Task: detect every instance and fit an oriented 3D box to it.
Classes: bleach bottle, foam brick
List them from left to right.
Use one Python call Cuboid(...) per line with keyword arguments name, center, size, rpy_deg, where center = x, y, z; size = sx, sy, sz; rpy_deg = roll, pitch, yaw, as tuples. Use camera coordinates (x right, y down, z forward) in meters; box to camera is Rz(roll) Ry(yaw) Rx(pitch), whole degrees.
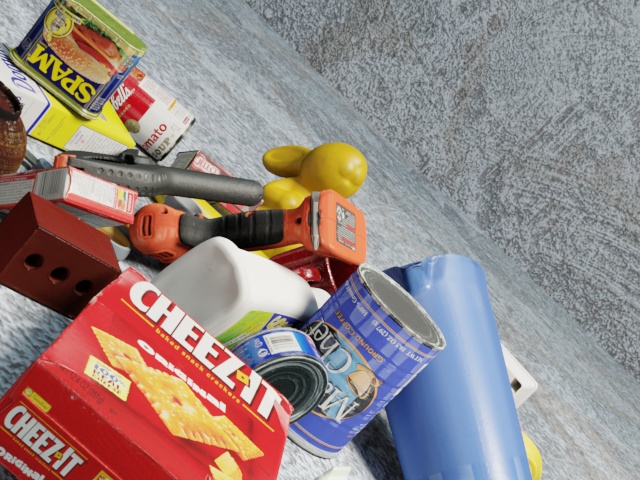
Cuboid(name="foam brick", center=(-0.193, 0.012, 0.775), size=(0.078, 0.053, 0.051), rpy_deg=(33, 17, -37))
Cuboid(name="bleach bottle", center=(-0.048, 0.059, 0.946), size=(0.250, 0.103, 0.068), rpy_deg=(16, 45, -63))

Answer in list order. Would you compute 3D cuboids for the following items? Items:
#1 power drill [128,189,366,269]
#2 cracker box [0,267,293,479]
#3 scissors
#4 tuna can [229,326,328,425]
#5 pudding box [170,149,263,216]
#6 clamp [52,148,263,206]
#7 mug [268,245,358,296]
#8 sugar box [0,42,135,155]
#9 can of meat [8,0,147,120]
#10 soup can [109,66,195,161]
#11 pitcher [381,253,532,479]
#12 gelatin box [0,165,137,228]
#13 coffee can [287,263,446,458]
Cuboid(name="power drill", center=(-0.056, 0.001, 0.977), size=(0.184, 0.188, 0.057), rpy_deg=(26, 60, -68))
Cuboid(name="cracker box", center=(-0.103, 0.114, 0.676), size=(0.164, 0.072, 0.213), rpy_deg=(42, 12, -6))
Cuboid(name="scissors", center=(-0.233, -0.057, 0.959), size=(0.202, 0.016, 0.096), rpy_deg=(46, 12, 13))
Cuboid(name="tuna can", center=(-0.038, 0.111, 0.847), size=(0.086, 0.086, 0.034), rpy_deg=(31, 19, -42))
Cuboid(name="pudding box", center=(-0.120, -0.058, 1.169), size=(0.090, 0.039, 0.114), rpy_deg=(40, -11, -17))
Cuboid(name="clamp", center=(-0.174, -0.061, 0.964), size=(0.165, 0.036, 0.209), rpy_deg=(16, 9, 33))
Cuboid(name="mug", center=(-0.011, 0.044, 1.098), size=(0.117, 0.082, 0.093), rpy_deg=(4, 70, -64))
Cuboid(name="sugar box", center=(-0.269, -0.136, 1.036), size=(0.176, 0.048, 0.093), rpy_deg=(28, 20, -52))
Cuboid(name="can of meat", center=(-0.227, -0.179, 1.011), size=(0.102, 0.084, 0.057), rpy_deg=(39, 16, -12))
Cuboid(name="soup can", center=(-0.202, -0.148, 1.223), size=(0.102, 0.068, 0.068), rpy_deg=(41, 13, -14))
Cuboid(name="pitcher", center=(0.121, 0.149, 1.009), size=(0.149, 0.145, 0.243), rpy_deg=(13, 50, -32))
Cuboid(name="gelatin box", center=(-0.200, -0.032, 0.832), size=(0.073, 0.089, 0.030), rpy_deg=(23, 68, -52))
Cuboid(name="coffee can", center=(0.024, 0.105, 0.928), size=(0.102, 0.140, 0.103), rpy_deg=(40, 14, -12))
